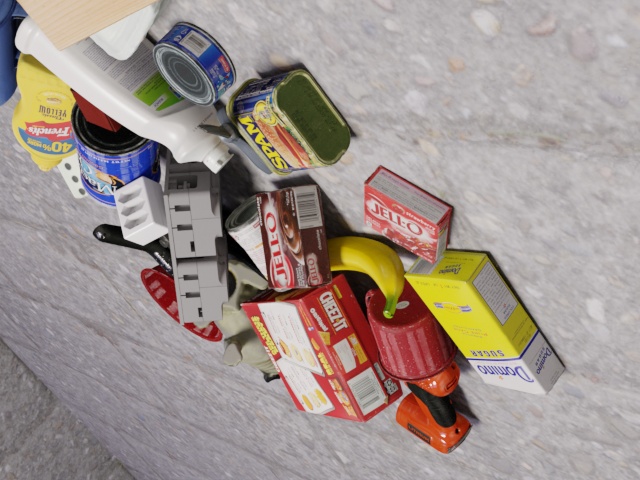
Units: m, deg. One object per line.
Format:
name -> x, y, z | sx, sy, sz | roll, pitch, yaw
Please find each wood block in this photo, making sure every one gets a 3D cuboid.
wood block -> -0.157, -0.245, 0.873 | 0.207, 0.090, 0.090 | -16, 122, 38

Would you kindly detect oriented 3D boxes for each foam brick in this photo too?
foam brick -> -0.234, -0.172, 1.216 | 0.051, 0.078, 0.053 | 23, 149, 35

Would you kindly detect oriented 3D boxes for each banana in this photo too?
banana -> 0.037, 0.026, 1.170 | 0.037, 0.069, 0.198 | 54, 164, -29

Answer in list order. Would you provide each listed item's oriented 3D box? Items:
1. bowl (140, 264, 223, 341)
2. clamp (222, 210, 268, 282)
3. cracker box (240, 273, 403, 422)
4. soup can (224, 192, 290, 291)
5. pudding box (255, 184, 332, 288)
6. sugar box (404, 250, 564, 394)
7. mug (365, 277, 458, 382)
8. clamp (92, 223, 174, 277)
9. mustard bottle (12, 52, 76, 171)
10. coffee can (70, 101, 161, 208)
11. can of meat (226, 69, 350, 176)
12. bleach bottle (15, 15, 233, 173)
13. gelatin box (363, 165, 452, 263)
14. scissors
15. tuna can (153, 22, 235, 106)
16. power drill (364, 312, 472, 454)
bowl -> -0.198, 0.082, 1.637 | 0.162, 0.055, 0.162 | 33, 156, 17
clamp -> -0.121, -0.017, 1.373 | 0.172, 0.039, 0.120 | 24, 138, 32
cracker box -> -0.001, 0.129, 1.309 | 0.164, 0.072, 0.214 | 63, 159, -7
soup can -> -0.058, 0.002, 1.271 | 0.102, 0.068, 0.069 | 52, 154, -23
pudding box -> -0.031, -0.003, 1.190 | 0.090, 0.039, 0.113 | -6, 90, 58
sugar box -> 0.170, 0.086, 1.104 | 0.094, 0.048, 0.176 | 4, 137, 54
mug -> 0.092, 0.090, 1.183 | 0.117, 0.093, 0.081 | 36, 155, 44
clamp -> -0.226, 0.001, 1.470 | 0.210, 0.164, 0.036 | 41, 115, -18
mustard bottle -> -0.335, -0.155, 1.337 | 0.096, 0.058, 0.192 | 9, 141, -14
coffee can -> -0.248, -0.114, 1.306 | 0.103, 0.102, 0.140 | 36, 156, 10
can of meat -> -0.029, -0.114, 1.038 | 0.084, 0.057, 0.102 | -2, 132, 55
bleach bottle -> -0.200, -0.162, 1.149 | 0.251, 0.102, 0.068 | 43, 152, -4
gelatin box -> 0.084, -0.024, 1.057 | 0.089, 0.030, 0.073 | 31, 155, 19
scissors -> -0.079, -0.094, 1.064 | 0.096, 0.016, 0.201 | 47, -170, -11
tuna can -> -0.131, -0.180, 1.100 | 0.086, 0.033, 0.086 | 33, 156, 17
power drill -> 0.110, 0.176, 1.338 | 0.185, 0.057, 0.187 | 30, 157, 41
